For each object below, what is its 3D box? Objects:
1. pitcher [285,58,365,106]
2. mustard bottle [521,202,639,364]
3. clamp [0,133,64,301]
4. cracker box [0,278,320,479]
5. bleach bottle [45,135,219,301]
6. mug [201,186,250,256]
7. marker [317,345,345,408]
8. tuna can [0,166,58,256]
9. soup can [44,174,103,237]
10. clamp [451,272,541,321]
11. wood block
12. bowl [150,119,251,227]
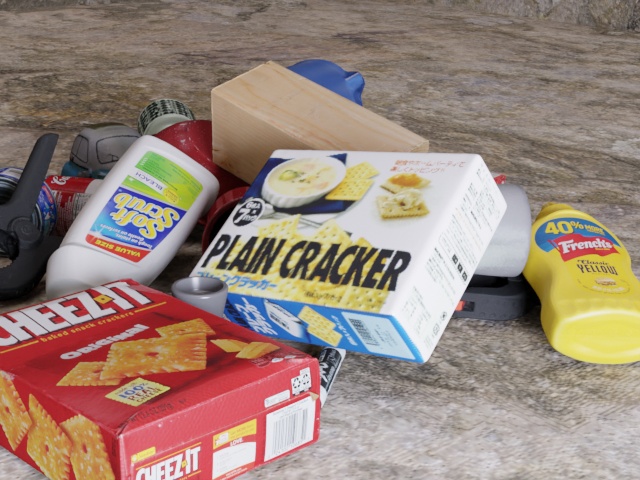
[{"bbox_3d":[-0.046,-0.153,1.366,0.145,0.149,0.242,18,17,13],"label":"pitcher"},{"bbox_3d":[0.223,0.025,0.920,0.096,0.058,0.191,3,33,-7],"label":"mustard bottle"},{"bbox_3d":[-0.276,-0.011,0.979,0.209,0.036,0.164,-25,75,-41],"label":"clamp"},{"bbox_3d":[-0.130,0.096,0.723,0.214,0.072,0.163,18,24,42],"label":"cracker box"},{"bbox_3d":[-0.172,0.004,0.954,0.102,0.068,0.250,35,34,-12],"label":"bleach bottle"},{"bbox_3d":[-0.057,0.001,1.009,0.117,0.093,0.081,30,8,-14],"label":"mug"},{"bbox_3d":[-0.001,0.106,0.790,0.020,0.020,0.121,5,19,10],"label":"marker"},{"bbox_3d":[-0.305,-0.028,1.054,0.086,0.086,0.033,6,21,12],"label":"tuna can"},{"bbox_3d":[-0.233,-0.029,1.092,0.102,0.068,0.068,6,19,12],"label":"soup can"},{"bbox_3d":[0.182,0.044,0.966,0.120,0.039,0.171,19,27,40],"label":"clamp"},{"bbox_3d":[-0.004,-0.087,1.048,0.206,0.091,0.090,31,47,31],"label":"wood block"},{"bbox_3d":[-0.116,-0.081,1.158,0.162,0.055,0.162,27,29,-17],"label":"bowl"}]
